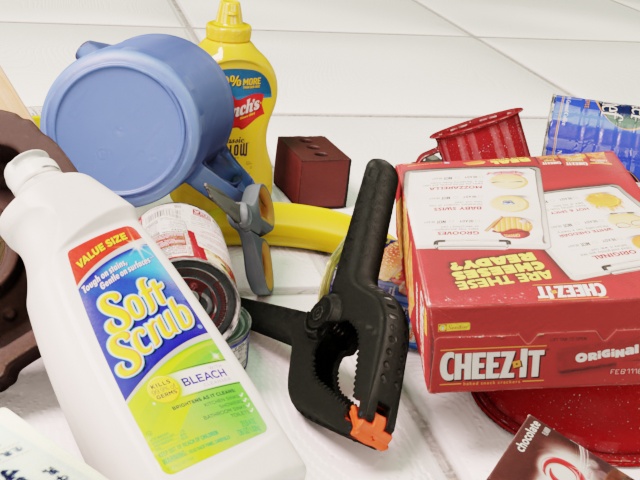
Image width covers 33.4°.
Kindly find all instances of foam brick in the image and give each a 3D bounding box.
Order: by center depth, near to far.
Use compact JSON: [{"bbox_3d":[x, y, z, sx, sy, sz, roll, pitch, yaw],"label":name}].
[{"bbox_3d":[-0.009,-0.068,1.043,0.052,0.051,0.078,-4,24,-21],"label":"foam brick"}]

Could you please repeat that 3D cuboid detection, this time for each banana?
[{"bbox_3d":[-0.024,-0.004,0.914,0.197,0.037,0.069,2,40,-3],"label":"banana"}]

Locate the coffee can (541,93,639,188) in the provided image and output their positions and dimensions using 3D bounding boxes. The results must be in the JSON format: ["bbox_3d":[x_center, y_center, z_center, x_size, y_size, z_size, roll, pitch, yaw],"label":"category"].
[{"bbox_3d":[0.301,-0.091,1.097,0.140,0.103,0.102,10,23,12],"label":"coffee can"}]

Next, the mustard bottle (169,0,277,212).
[{"bbox_3d":[-0.088,-0.123,0.977,0.096,0.192,0.058,-4,24,-21],"label":"mustard bottle"}]

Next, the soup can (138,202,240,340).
[{"bbox_3d":[-0.091,0.023,0.694,0.068,0.068,0.102,0,23,-12],"label":"soup can"}]

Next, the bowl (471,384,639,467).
[{"bbox_3d":[0.183,0.083,0.715,0.162,0.055,0.162,4,23,-2],"label":"bowl"}]

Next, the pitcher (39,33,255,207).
[{"bbox_3d":[-0.129,-0.087,0.824,0.149,0.145,0.243,-3,11,-2],"label":"pitcher"}]

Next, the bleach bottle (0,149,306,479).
[{"bbox_3d":[-0.113,0.049,0.578,0.102,0.068,0.251,-15,58,-39],"label":"bleach bottle"}]

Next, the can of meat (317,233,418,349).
[{"bbox_3d":[0.051,0.036,0.801,0.084,0.057,0.102,13,24,12],"label":"can of meat"}]

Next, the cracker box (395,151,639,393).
[{"bbox_3d":[0.138,0.014,0.703,0.164,0.072,0.213,-3,27,0],"label":"cracker box"}]

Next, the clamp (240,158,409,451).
[{"bbox_3d":[0.003,0.058,0.698,0.036,0.165,0.210,32,30,-31],"label":"clamp"}]

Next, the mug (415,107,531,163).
[{"bbox_3d":[0.149,-0.072,1.029,0.117,0.081,0.093,-17,8,4],"label":"mug"}]

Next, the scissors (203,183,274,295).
[{"bbox_3d":[-0.055,0.001,0.770,0.016,0.096,0.201,-5,6,8],"label":"scissors"}]
